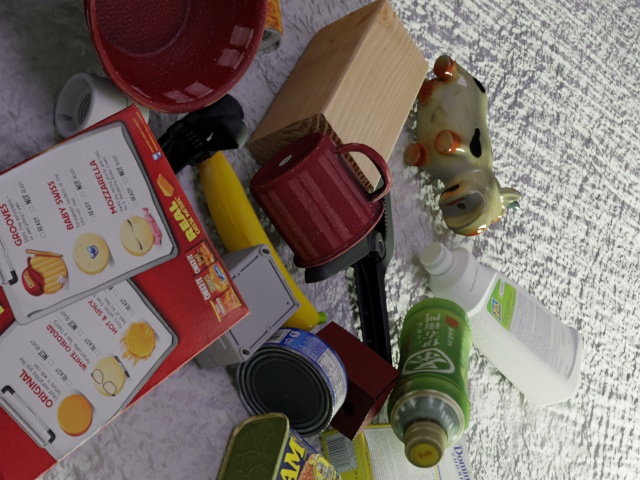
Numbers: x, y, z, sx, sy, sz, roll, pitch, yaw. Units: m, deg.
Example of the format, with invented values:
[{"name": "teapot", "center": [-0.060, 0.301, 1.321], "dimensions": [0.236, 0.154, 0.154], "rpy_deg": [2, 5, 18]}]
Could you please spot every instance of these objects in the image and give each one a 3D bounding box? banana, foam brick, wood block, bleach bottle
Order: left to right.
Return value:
[{"name": "banana", "center": [-0.053, 0.011, 0.898], "dimensions": [0.197, 0.037, 0.069], "rpy_deg": [60, 8, -20]}, {"name": "foam brick", "center": [0.018, 0.116, 0.896], "dimensions": [0.078, 0.053, 0.051], "rpy_deg": [36, 36, 16]}, {"name": "wood block", "center": [0.022, -0.129, 1.011], "dimensions": [0.090, 0.090, 0.206], "rpy_deg": [52, 39, -25]}, {"name": "bleach bottle", "center": [0.195, 0.079, 1.171], "dimensions": [0.250, 0.068, 0.102], "rpy_deg": [42, 44, -31]}]

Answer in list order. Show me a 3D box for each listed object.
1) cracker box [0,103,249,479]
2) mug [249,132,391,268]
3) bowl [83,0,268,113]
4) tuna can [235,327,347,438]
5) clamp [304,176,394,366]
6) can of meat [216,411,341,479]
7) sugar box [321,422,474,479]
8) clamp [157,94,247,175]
[{"name": "cracker box", "center": [-0.167, 0.032, 0.667], "dimensions": [0.213, 0.072, 0.164], "rpy_deg": [-37, 104, -41]}, {"name": "mug", "center": [0.003, -0.041, 0.893], "dimensions": [0.081, 0.117, 0.093], "rpy_deg": [54, 28, -19]}, {"name": "bowl", "center": [-0.115, -0.177, 0.781], "dimensions": [0.161, 0.055, 0.162], "rpy_deg": [-17, 115, -40]}, {"name": "tuna can", "center": [-0.022, 0.112, 0.847], "dimensions": [0.086, 0.086, 0.033], "rpy_deg": [62, 35, -12]}, {"name": "clamp", "center": [0.036, 0.007, 0.997], "dimensions": [0.164, 0.036, 0.210], "rpy_deg": [54, 34, -47]}, {"name": "can of meat", "center": [-0.033, 0.198, 0.820], "dimensions": [0.084, 0.058, 0.102], "rpy_deg": [48, 42, -33]}, {"name": "sugar box", "center": [0.076, 0.212, 0.967], "dimensions": [0.175, 0.048, 0.093], "rpy_deg": [13, 61, -53]}, {"name": "clamp", "center": [-0.091, -0.080, 0.813], "dimensions": [0.039, 0.120, 0.171], "rpy_deg": [60, 23, -20]}]
